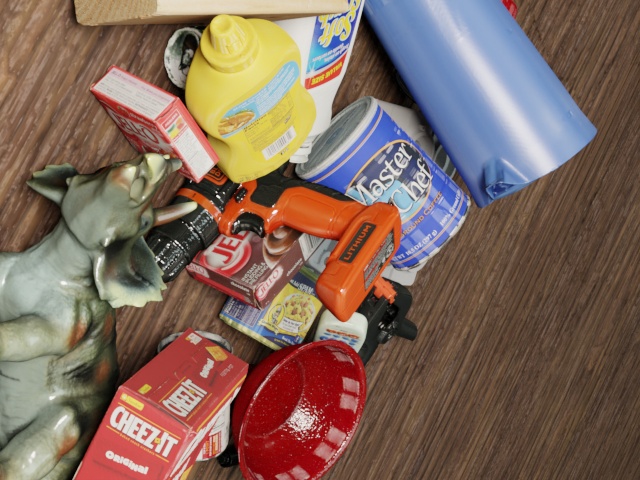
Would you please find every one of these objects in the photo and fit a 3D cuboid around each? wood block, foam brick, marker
[{"bbox_3d":[-0.079,-0.212,0.807,0.205,0.091,0.090,-14,104,-49],"label":"wood block"},{"bbox_3d":[-0.040,0.160,1.102,0.078,0.051,0.053,6,103,-54],"label":"foam brick"},{"bbox_3d":[-0.065,0.225,1.130,0.120,0.020,0.020,4,104,-54],"label":"marker"}]

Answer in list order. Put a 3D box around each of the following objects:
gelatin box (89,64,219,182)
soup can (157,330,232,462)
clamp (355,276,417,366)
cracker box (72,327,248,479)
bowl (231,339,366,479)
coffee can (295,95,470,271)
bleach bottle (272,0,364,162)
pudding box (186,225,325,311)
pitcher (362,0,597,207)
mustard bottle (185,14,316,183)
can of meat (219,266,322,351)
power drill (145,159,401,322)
[{"bbox_3d":[-0.128,-0.089,0.822,0.030,0.089,0.073,-49,141,-16],"label":"gelatin box"},{"bbox_3d":[-0.116,0.144,0.979,0.068,0.069,0.102,-23,125,-45],"label":"soup can"},{"bbox_3d":[0.072,0.091,1.177,0.120,0.039,0.172,-36,157,-32],"label":"clamp"},{"bbox_3d":[-0.149,0.195,0.864,0.214,0.072,0.164,-61,176,15],"label":"cracker box"},{"bbox_3d":[-0.031,0.160,1.022,0.161,0.055,0.162,-21,123,-37],"label":"bowl"},{"bbox_3d":[0.060,-0.054,1.026,0.140,0.103,0.102,43,69,-17],"label":"coffee can"},{"bbox_3d":[-0.002,-0.194,0.960,0.102,0.068,0.251,-20,126,-50],"label":"bleach bottle"},{"bbox_3d":[-0.056,0.001,0.964,0.113,0.090,0.039,-47,144,-29],"label":"pudding box"},{"bbox_3d":[0.146,-0.166,1.015,0.145,0.149,0.243,-34,95,-2],"label":"pitcher"},{"bbox_3d":[-0.056,-0.116,0.821,0.096,0.058,0.191,-39,162,-7],"label":"mustard bottle"},{"bbox_3d":[-0.043,0.060,1.042,0.084,0.058,0.102,-62,145,-7],"label":"can of meat"},{"bbox_3d":[-0.041,-0.006,0.900,0.184,0.188,0.057,-53,158,-23],"label":"power drill"}]
